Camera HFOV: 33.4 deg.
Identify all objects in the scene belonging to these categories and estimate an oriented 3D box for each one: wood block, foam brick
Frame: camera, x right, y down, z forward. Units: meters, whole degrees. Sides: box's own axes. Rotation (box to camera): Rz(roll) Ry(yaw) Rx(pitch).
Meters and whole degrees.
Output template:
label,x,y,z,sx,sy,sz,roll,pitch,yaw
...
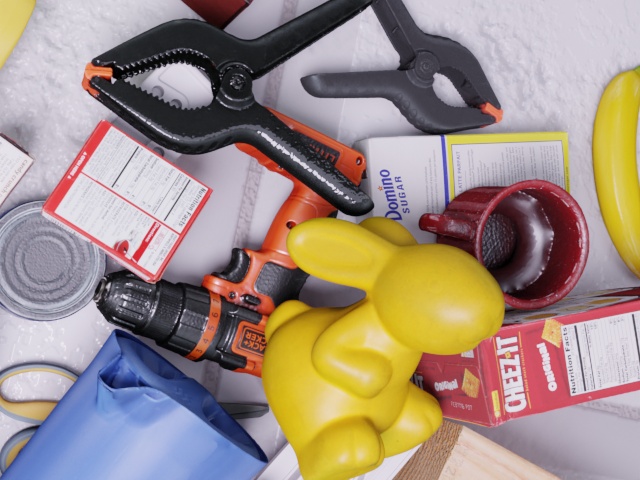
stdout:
label,x,y,z,sx,sy,sz,roll,pitch,yaw
wood block,0.154,0.222,0.832,0.206,0.091,0.090,30,79,-16
foam brick,-0.069,-0.196,0.778,0.051,0.078,0.053,36,74,-14

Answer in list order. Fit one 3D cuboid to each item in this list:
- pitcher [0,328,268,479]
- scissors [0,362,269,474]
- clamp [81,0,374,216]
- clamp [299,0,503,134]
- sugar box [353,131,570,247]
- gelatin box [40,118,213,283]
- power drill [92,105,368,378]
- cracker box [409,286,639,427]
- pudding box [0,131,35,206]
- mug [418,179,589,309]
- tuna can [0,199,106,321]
label,x,y,z,sx,sy,sz,roll,pitch,yaw
pitcher,-0.153,0.191,0.699,0.149,0.145,0.243,41,87,-14
scissors,-0.141,0.143,0.769,0.201,0.016,0.096,18,83,-18
clamp,-0.054,-0.093,0.730,0.209,0.036,0.164,-4,80,-17
clamp,0.073,-0.146,0.847,0.171,0.039,0.120,19,86,-24
sugar box,0.114,-0.038,0.854,0.176,0.048,0.093,-3,91,-17
gelatin box,-0.128,-0.025,0.707,0.089,0.030,0.073,33,77,-11
power drill,-0.055,0.001,0.777,0.184,0.057,0.187,23,82,-28
cracker box,0.177,0.083,0.808,0.213,0.164,0.072,-9,89,-20
pudding box,-0.237,-0.017,0.702,0.039,0.090,0.113,35,77,-16
mug,0.127,-0.001,0.790,0.117,0.082,0.093,10,90,-20
tuna can,-0.194,0.014,0.746,0.086,0.034,0.086,1,87,-20
